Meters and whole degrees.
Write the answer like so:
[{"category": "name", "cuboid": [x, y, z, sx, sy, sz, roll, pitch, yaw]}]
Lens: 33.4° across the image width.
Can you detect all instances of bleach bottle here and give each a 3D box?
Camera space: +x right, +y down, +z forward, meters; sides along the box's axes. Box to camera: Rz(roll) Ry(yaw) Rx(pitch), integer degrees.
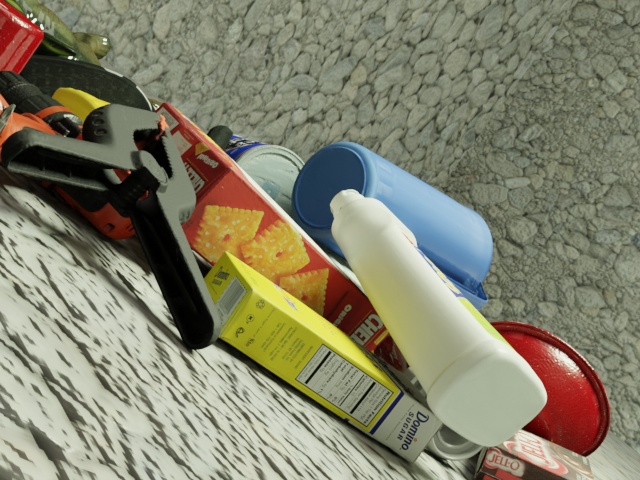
[{"category": "bleach bottle", "cuboid": [0.068, 0.038, 0.807, 0.102, 0.068, 0.251, 40, 10, -45]}]

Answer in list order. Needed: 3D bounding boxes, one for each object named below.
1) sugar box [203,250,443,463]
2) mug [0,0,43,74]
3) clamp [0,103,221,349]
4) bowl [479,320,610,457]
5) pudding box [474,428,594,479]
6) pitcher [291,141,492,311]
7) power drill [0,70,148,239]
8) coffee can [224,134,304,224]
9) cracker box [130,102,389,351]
[{"category": "sugar box", "cuboid": [-0.001, 0.081, 0.749, 0.176, 0.048, 0.093, 33, 4, -22]}, {"category": "mug", "cuboid": [-0.293, -0.169, 0.933, 0.093, 0.081, 0.117, 37, 4, 7]}, {"category": "clamp", "cuboid": [-0.112, -0.027, 0.678, 0.164, 0.036, 0.210, 51, 14, -15]}, {"category": "bowl", "cuboid": [0.178, 0.155, 0.975, 0.162, 0.162, 0.055, 37, 44, 10]}, {"category": "pudding box", "cuboid": [0.176, 0.188, 0.880, 0.090, 0.039, 0.113, 24, 4, 9]}, {"category": "pitcher", "cuboid": [0.084, -0.009, 1.166, 0.149, 0.145, 0.242, -3, -20, 37]}, {"category": "power drill", "cuboid": [-0.215, -0.083, 0.728, 0.185, 0.057, 0.187, 39, 5, 24]}, {"category": "coffee can", "cuboid": [-0.084, -0.065, 1.220, 0.102, 0.103, 0.140, 34, -5, -26]}, {"category": "cracker box", "cuboid": [-0.056, 0.001, 0.863, 0.213, 0.072, 0.164, 45, -1, -35]}]
